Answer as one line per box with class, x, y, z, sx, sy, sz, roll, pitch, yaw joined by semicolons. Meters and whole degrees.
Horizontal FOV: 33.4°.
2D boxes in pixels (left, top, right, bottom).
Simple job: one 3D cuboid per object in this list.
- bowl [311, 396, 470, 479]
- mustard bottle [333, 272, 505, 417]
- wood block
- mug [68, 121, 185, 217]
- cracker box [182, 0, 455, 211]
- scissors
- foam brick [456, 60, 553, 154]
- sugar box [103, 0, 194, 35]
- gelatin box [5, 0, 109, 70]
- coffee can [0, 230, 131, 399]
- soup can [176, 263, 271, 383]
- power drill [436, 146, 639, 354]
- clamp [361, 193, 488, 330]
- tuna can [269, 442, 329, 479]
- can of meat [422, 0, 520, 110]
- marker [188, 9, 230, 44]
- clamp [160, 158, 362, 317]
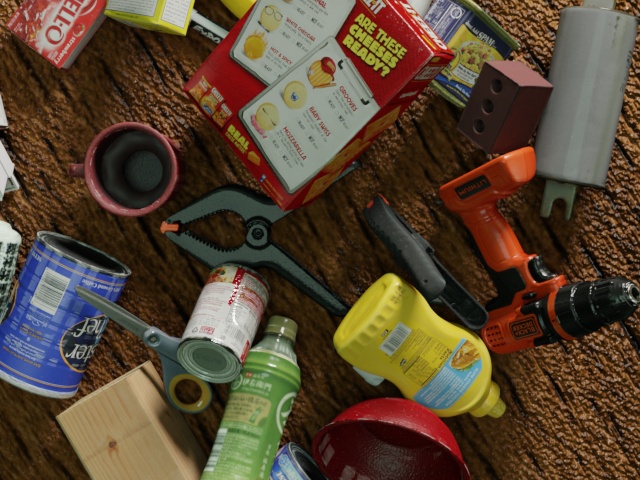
bowl;0.074;0.205;1.066;0.162;0.055;0.162;12;139;10
mustard bottle;0.112;0.121;1.064;0.191;0.058;0.096;37;96;-19
wood block;-0.170;0.240;1.095;0.091;0.090;0.206;-30;91;7
mug;-0.195;-0.071;1.080;0.117;0.081;0.093;-3;93;4
cracker box;-0.005;-0.158;1.013;0.214;0.072;0.164;-45;78;25
scissors;-0.171;0.117;1.079;0.201;0.016;0.096;21;103;-25
foam brick;0.179;-0.129;1.039;0.053;0.051;0.078;47;127;40
sugar box;-0.153;-0.298;1.060;0.093;0.048;0.176;19;93;40
gelatin box;-0.268;-0.233;1.102;0.073;0.030;0.089;38;96;1
coffee can;-0.268;0.075;1.085;0.103;0.103;0.140;26;95;2
soup can;-0.095;0.082;1.061;0.068;0.102;0.068;10;137;10
power drill;0.202;0.010;1.024;0.185;0.057;0.187;-26;84;48
clamp;0.090;0.014;1.039;0.039;0.120;0.172;-44;63;3
tuna can;-0.017;0.247;1.085;0.034;0.086;0.086;-42;90;4
can of meat;0.133;-0.185;1.041;0.084;0.102;0.057;-54;45;8
marker;-0.114;-0.218;1.096;0.121;0.020;0.020;32;95;2
clamp;-0.057;0.001;1.097;0.210;0.036;0.164;-3;94;3
